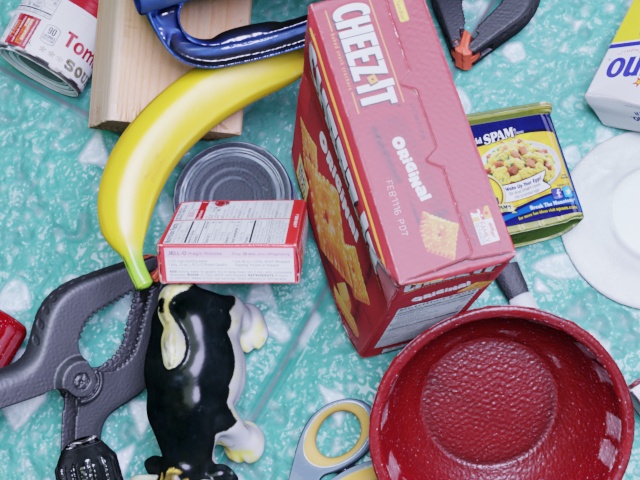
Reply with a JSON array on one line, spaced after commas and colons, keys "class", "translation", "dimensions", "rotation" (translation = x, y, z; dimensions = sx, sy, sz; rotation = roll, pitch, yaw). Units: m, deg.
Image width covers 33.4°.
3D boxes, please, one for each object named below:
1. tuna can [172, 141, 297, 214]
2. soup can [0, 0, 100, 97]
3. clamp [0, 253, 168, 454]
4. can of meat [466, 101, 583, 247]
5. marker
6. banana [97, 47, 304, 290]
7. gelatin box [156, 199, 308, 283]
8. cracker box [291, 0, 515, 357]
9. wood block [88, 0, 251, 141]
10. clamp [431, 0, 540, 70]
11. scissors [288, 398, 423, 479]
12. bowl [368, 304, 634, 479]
[{"class": "tuna can", "translation": [-0.059, -0.025, 0.748], "dimensions": [0.086, 0.034, 0.086], "rotation": [-1, 76, 5]}, {"class": "soup can", "translation": [-0.181, -0.165, 0.776], "dimensions": [0.068, 0.068, 0.102], "rotation": [25, 80, 11]}, {"class": "clamp", "translation": [-0.172, 0.089, 0.694], "dimensions": [0.164, 0.036, 0.210], "rotation": [38, 72, -31]}, {"class": "can of meat", "translation": [0.118, -0.039, 0.713], "dimensions": [0.102, 0.057, 0.084], "rotation": [-12, 77, -20]}, {"class": "marker", "translation": [0.147, 0.066, 0.713], "dimensions": [0.020, 0.020, 0.121], "rotation": [-23, 75, -1]}, {"class": "banana", "translation": [-0.079, -0.064, 0.662], "dimensions": [0.069, 0.037, 0.197], "rotation": [38, 74, -9]}, {"class": "gelatin box", "translation": [-0.055, 0.001, 0.684], "dimensions": [0.089, 0.073, 0.030], "rotation": [-1, 114, 4]}, {"class": "cracker box", "translation": [0.037, -0.030, 0.645], "dimensions": [0.072, 0.214, 0.164], "rotation": [-16, 75, -8]}, {"class": "wood block", "translation": [-0.098, -0.176, 0.723], "dimensions": [0.090, 0.090, 0.206], "rotation": [5, 90, -21]}, {"class": "clamp", "translation": [0.119, -0.209, 0.776], "dimensions": [0.120, 0.039, 0.171], "rotation": [24, 76, 22]}, {"class": "scissors", "translation": [-0.034, 0.167, 0.706], "dimensions": [0.202, 0.016, 0.096], "rotation": [-15, 78, 1]}, {"class": "bowl", "translation": [0.110, 0.111, 0.670], "dimensions": [0.162, 0.055, 0.162], "rotation": [0, 102, 1]}]
